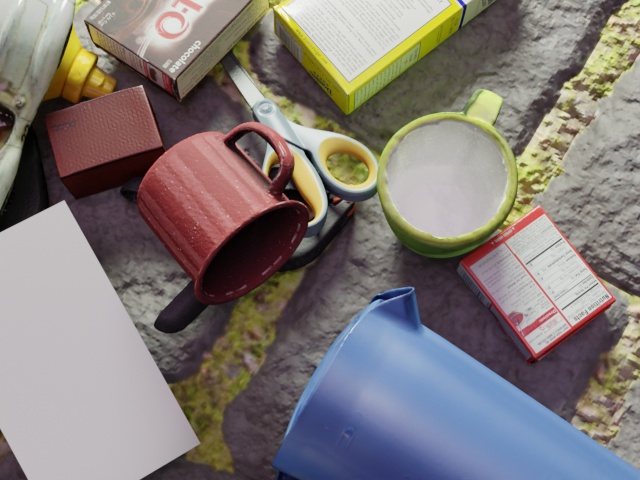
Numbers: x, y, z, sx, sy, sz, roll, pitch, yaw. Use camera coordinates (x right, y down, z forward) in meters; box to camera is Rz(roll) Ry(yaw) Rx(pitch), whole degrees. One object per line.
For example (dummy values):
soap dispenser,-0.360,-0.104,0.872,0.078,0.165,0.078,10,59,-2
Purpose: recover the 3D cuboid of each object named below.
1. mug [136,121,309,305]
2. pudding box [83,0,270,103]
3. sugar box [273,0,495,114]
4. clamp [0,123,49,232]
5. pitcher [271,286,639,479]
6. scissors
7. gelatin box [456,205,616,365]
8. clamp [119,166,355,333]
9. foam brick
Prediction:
mug,-0.062,-0.026,0.704,0.081,0.093,0.117,48,118,23
pudding box,-0.106,-0.171,0.805,0.090,0.039,0.113,34,73,16
sugar box,0.059,-0.185,0.811,0.176,0.048,0.093,-37,77,-11
clamp,-0.250,0.007,0.775,0.164,0.036,0.210,29,75,-1
pitcher,0.094,0.157,0.689,0.243,0.149,0.144,31,61,6
scissors,-0.020,-0.091,0.789,0.096,0.016,0.202,-11,60,-10
gelatin box,0.152,0.032,0.760,0.073,0.030,0.089,-35,78,-8
clamp,-0.055,0.001,0.769,0.171,0.039,0.120,-8,75,0
foam brick,-0.155,-0.072,0.785,0.078,0.051,0.053,-17,75,-3
